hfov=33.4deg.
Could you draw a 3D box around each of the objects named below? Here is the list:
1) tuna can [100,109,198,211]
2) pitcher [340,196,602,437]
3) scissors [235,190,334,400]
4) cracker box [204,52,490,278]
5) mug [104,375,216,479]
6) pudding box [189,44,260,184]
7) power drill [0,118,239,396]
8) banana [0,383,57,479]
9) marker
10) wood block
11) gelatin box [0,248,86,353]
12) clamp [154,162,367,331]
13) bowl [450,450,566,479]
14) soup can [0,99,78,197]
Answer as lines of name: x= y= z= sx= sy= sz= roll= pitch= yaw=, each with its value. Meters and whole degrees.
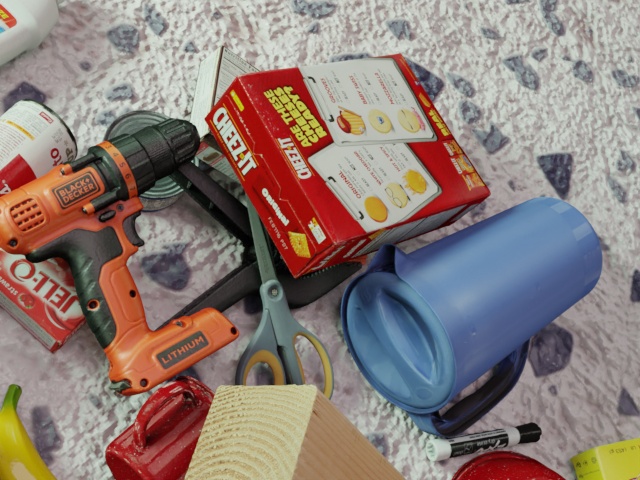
tuna can: x=-0.152 y=-0.069 z=0.933 sx=0.086 sy=0.034 sz=0.086 roll=10 pitch=63 yaw=-21
pitcher: x=0.148 y=0.057 z=0.972 sx=0.242 sy=0.149 sz=0.145 roll=-25 pitch=62 yaw=-36
scissors: x=-0.053 y=0.059 z=0.897 sx=0.096 sy=0.016 sz=0.202 roll=-30 pitch=100 yaw=-23
cracker box: x=0.027 y=-0.072 z=0.930 sx=0.213 sy=0.072 sz=0.164 roll=-18 pitch=72 yaw=-44
mug: x=-0.110 y=0.155 z=0.804 sx=0.093 sy=0.117 sz=0.081 roll=30 pitch=55 yaw=33
pudding box: x=-0.072 y=-0.109 z=0.967 sx=0.090 sy=0.039 sz=0.113 roll=30 pitch=45 yaw=-30
power drill: x=-0.141 y=0.012 z=0.839 sx=0.184 sy=0.057 sz=0.187 roll=-30 pitch=93 yaw=-24
banana: x=-0.184 y=0.195 z=0.791 sx=0.198 sy=0.037 sz=0.069 roll=47 pitch=56 yaw=1
marker: x=0.151 y=0.182 z=0.969 sx=0.120 sy=0.020 sz=0.020 roll=-4 pitch=69 yaw=-27
wood block: x=0.000 y=0.196 z=0.785 sx=0.206 sy=0.090 sz=0.090 roll=51 pitch=46 yaw=-41
gelatin box: x=-0.218 y=0.034 z=0.855 sx=0.089 sy=0.030 sz=0.073 roll=43 pitch=56 yaw=-2
clamp: x=-0.056 y=0.001 z=0.929 sx=0.209 sy=0.036 sz=0.164 roll=-4 pitch=88 yaw=-29
bowl: x=0.184 y=0.257 z=0.928 sx=0.162 sy=0.055 sz=0.162 roll=10 pitch=63 yaw=-21
soup can: x=-0.253 y=-0.058 z=0.859 sx=0.068 sy=0.069 sz=0.102 roll=41 pitch=56 yaw=-3
